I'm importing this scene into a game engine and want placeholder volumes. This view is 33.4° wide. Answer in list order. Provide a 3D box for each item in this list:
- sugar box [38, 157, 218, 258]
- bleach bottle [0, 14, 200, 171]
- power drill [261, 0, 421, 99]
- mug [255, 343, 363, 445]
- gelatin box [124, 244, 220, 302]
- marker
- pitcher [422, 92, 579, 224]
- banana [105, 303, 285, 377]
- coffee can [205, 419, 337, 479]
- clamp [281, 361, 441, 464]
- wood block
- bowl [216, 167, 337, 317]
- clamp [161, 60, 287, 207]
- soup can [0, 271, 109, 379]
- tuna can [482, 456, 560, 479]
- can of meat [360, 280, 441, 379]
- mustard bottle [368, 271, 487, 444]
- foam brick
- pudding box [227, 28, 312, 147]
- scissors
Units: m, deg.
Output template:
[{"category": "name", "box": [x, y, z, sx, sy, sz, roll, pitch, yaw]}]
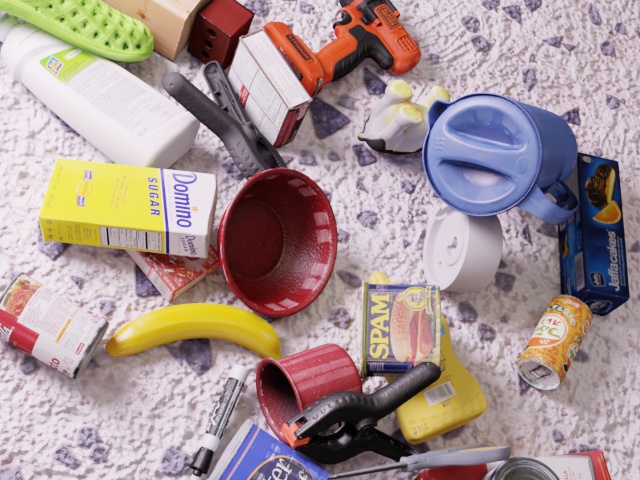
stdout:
[{"category": "sugar box", "box": [-0.201, -0.036, 1.136, 0.176, 0.048, 0.093, 4, 48, 0]}, {"category": "bleach bottle", "box": [-0.263, -0.175, 1.210, 0.251, 0.068, 0.102, 39, 49, 8]}, {"category": "power drill", "box": [0.015, -0.268, 1.354, 0.187, 0.057, 0.184, -30, 76, -29]}, {"category": "mug", "box": [-0.006, 0.167, 1.107, 0.081, 0.093, 0.117, -16, 87, -30]}, {"category": "gelatin box", "box": [-0.163, 0.011, 1.164, 0.073, 0.030, 0.089, -36, 79, -30]}, {"category": "marker", "box": [-0.103, 0.185, 1.093, 0.020, 0.020, 0.121, 25, 66, -5]}, {"category": "pitcher", "box": [0.228, -0.094, 1.238, 0.242, 0.145, 0.149, -11, 97, -63]}, {"category": "banana", "box": [-0.125, 0.098, 1.128, 0.197, 0.037, 0.069, 8, 61, -15]}, {"category": "coffee can", "box": [-0.041, 0.255, 1.036, 0.140, 0.103, 0.102, 34, 58, 0]}, {"category": "clamp", "box": [0.046, 0.174, 1.064, 0.171, 0.120, 0.039, 4, 17, -34]}, {"category": "wood block", "box": [-0.235, -0.319, 1.277, 0.206, 0.091, 0.090, 32, 59, -1]}, {"category": "bowl", "box": [-0.058, 0.001, 1.166, 0.161, 0.055, 0.162, -3, 95, -40]}, {"category": "clamp", "box": [-0.090, -0.123, 1.229, 0.210, 0.036, 0.164, 50, 19, -11]}, {"category": "soup can", "box": [-0.272, 0.086, 1.067, 0.102, 0.069, 0.068, 30, 58, -3]}, {"category": "tuna can", "box": [0.203, 0.262, 1.072, 0.086, 0.034, 0.086, 7, 59, -13]}, {"category": "can of meat", "box": [0.085, 0.096, 1.127, 0.084, 0.057, 0.102, 1, 73, 4]}, {"category": "mustard bottle", "box": [0.101, 0.121, 1.179, 0.096, 0.058, 0.192, -22, 71, -11]}, {"category": "foam brick", "box": [-0.121, -0.250, 1.288, 0.053, 0.078, 0.051, 36, 58, 4]}, {"category": "pudding box", "box": [-0.062, -0.178, 1.262, 0.039, 0.090, 0.113, -28, 75, -28]}, {"category": "scissors", "box": [0.108, 0.218, 1.048, 0.201, 0.096, 0.016, 0, 81, -47]}]
